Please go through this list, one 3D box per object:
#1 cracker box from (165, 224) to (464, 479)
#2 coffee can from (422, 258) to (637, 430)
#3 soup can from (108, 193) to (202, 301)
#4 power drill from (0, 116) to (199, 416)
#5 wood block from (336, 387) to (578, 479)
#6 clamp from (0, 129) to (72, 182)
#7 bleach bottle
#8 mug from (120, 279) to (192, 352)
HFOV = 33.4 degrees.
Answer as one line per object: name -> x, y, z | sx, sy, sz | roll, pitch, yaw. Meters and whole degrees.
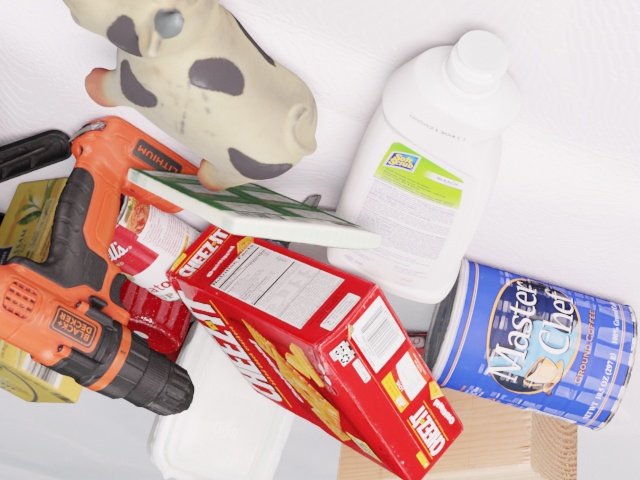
cracker box -> -0.009, 0.085, 0.838 | 0.214, 0.072, 0.164 | 19, 149, 50
coffee can -> 0.160, 0.080, 0.834 | 0.140, 0.102, 0.103 | 16, 155, -1
soup can -> -0.148, 0.000, 0.889 | 0.069, 0.068, 0.102 | -9, 146, 41
power drill -> -0.146, 0.018, 0.786 | 0.184, 0.187, 0.058 | 35, 147, -32
wood block -> 0.126, 0.194, 0.998 | 0.207, 0.091, 0.090 | -15, 143, 36
clamp -> -0.298, -0.045, 0.851 | 0.210, 0.164, 0.036 | 17, 139, 51
bleach bottle -> 0.073, -0.044, 0.680 | 0.102, 0.068, 0.251 | 18, 152, -2
mug -> -0.159, 0.055, 0.989 | 0.093, 0.081, 0.117 | 21, 154, -11
